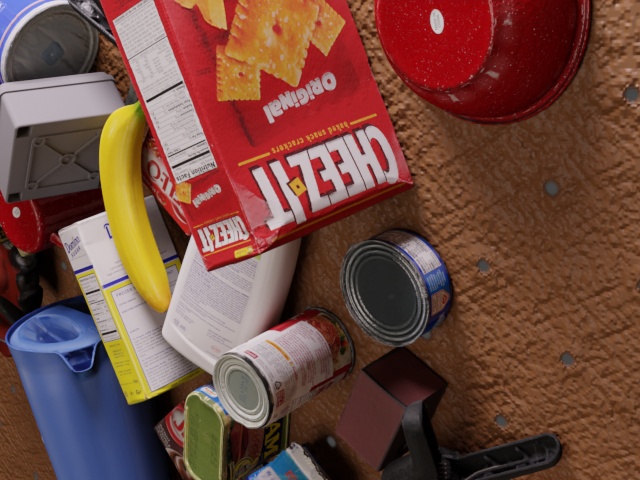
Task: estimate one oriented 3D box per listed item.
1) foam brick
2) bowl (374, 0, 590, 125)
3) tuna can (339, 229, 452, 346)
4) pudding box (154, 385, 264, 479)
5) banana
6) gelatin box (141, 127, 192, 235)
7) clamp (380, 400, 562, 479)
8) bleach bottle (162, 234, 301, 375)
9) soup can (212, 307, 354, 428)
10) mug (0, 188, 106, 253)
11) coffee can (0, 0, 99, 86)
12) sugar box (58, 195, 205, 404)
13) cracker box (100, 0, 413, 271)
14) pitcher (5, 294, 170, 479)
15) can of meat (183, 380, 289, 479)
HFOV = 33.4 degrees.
[{"bbox_3d":[0.055,0.134,0.848,0.051,0.052,0.078,40,132,25],"label":"foam brick"},{"bbox_3d":[0.088,-0.146,0.684,0.162,0.055,0.162,21,122,37],"label":"bowl"},{"bbox_3d":[0.057,0.035,0.813,0.086,0.033,0.086,21,122,37],"label":"tuna can"},{"bbox_3d":[-0.108,0.209,1.054,0.113,0.039,0.090,56,137,10],"label":"pudding box"},{"bbox_3d":[-0.167,-0.034,0.951,0.070,0.037,0.198,15,113,50],"label":"banana"},{"bbox_3d":[-0.124,-0.061,0.952,0.089,0.030,0.073,49,136,17],"label":"gelatin box"},{"bbox_3d":[0.087,0.172,0.808,0.120,0.039,0.172,26,137,-14],"label":"clamp"},{"bbox_3d":[-0.056,0.001,0.889,0.102,0.068,0.251,31,125,12],"label":"bleach bottle"},{"bbox_3d":[-0.030,0.105,0.882,0.069,0.102,0.068,21,123,37],"label":"soup can"},{"bbox_3d":[-0.263,-0.029,1.068,0.117,0.081,0.093,44,134,22],"label":"mug"},{"bbox_3d":[-0.291,-0.206,0.998,0.140,0.102,0.103,38,131,27],"label":"coffee can"},{"bbox_3d":[-0.169,0.055,1.006,0.048,0.093,0.176,-21,92,47],"label":"sugar box"},{"bbox_3d":[-0.040,-0.107,0.749,0.072,0.163,0.214,-17,96,50],"label":"cracker box"},{"bbox_3d":[-0.231,0.181,1.112,0.145,0.149,0.243,2,113,29],"label":"pitcher"},{"bbox_3d":[-0.077,0.167,0.971,0.058,0.083,0.102,26,125,35],"label":"can of meat"}]
